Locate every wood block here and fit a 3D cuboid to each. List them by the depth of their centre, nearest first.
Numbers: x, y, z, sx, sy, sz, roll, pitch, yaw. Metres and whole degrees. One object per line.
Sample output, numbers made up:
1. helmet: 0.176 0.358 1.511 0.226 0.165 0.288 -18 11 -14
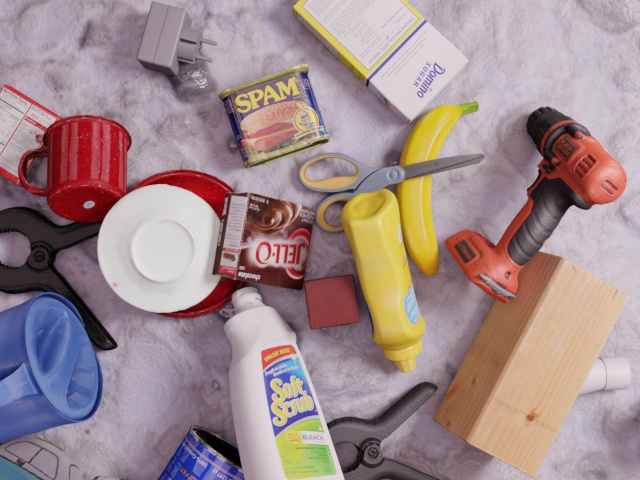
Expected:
1. wood block: 0.214 0.122 1.095 0.090 0.090 0.206 29 88 -18

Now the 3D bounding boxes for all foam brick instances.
1. foam brick: 0.012 0.065 1.121 0.053 0.078 0.051 -8 85 1

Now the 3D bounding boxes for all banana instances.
1. banana: 0.115 -0.064 1.145 0.069 0.037 0.198 15 87 4

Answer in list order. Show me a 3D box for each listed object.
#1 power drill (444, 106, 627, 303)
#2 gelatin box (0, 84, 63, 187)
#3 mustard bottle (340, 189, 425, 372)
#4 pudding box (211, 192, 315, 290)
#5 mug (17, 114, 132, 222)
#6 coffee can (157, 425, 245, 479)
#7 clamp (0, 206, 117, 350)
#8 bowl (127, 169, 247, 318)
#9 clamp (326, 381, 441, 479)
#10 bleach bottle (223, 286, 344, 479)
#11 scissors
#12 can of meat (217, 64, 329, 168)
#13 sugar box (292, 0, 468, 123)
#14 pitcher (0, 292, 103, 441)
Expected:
1. power drill: 0.212 -0.041 1.097 0.057 0.184 0.188 32 106 -23
2. gelatin box: -0.332 -0.114 1.164 0.073 0.030 0.089 31 88 4
3. mustard bottle: 0.070 0.050 1.105 0.058 0.096 0.191 -12 110 10
4. pudding box: -0.057 0.001 1.112 0.039 0.113 0.090 6 86 41
5. mug: -0.255 -0.072 1.113 0.117 0.093 0.081 0 61 -10
6. coffee can: -0.129 0.277 1.101 0.103 0.103 0.140 33 88 3
7. clamp: -0.296 0.028 1.152 0.210 0.036 0.164 7 87 -2
8. bowl: -0.143 0.004 1.125 0.162 0.055 0.162 0 90 -10
9. clamp: 0.057 0.211 1.126 0.171 0.039 0.120 0 79 -11
10. bleach bottle: -0.052 0.160 1.084 0.068 0.102 0.251 -45 52 38
11. scissors: 0.071 -0.050 1.129 0.202 0.016 0.096 6 97 20
12. can of meat: -0.048 -0.131 1.144 0.102 0.057 0.084 -18 89 1
13. sugar box: 0.064 -0.218 1.152 0.093 0.048 0.176 -45 90 -1
14. pitcher: -0.357 0.152 1.074 0.243 0.149 0.145 -20 53 15
